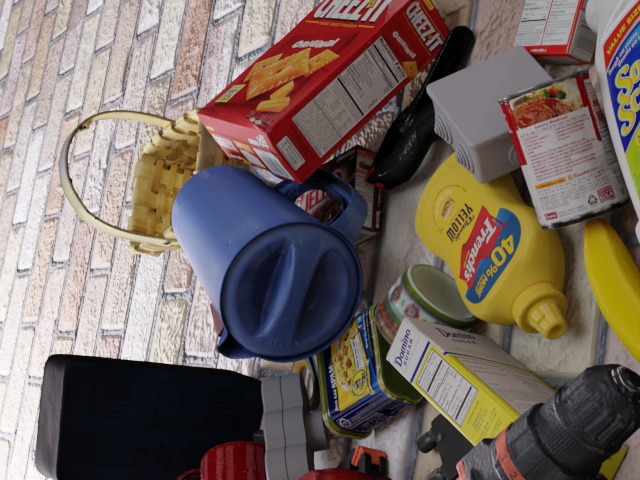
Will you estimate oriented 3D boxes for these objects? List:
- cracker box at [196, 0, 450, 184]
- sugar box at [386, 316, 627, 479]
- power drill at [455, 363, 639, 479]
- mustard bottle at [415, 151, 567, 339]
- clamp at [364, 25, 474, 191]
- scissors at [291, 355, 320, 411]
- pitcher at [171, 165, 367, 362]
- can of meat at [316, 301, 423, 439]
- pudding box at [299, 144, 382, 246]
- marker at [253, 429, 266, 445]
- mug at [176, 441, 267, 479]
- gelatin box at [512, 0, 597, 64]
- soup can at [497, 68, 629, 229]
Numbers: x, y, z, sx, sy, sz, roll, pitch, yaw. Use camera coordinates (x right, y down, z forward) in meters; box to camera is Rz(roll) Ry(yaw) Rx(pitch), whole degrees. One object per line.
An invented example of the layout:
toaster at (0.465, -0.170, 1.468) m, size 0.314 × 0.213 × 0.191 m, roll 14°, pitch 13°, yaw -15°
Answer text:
cracker box at (0.000, -0.162, 1.050) m, size 0.213 × 0.072 × 0.164 m, roll -45°, pitch 29°, yaw -12°
sugar box at (0.131, 0.119, 0.788) m, size 0.176 × 0.093 × 0.048 m, roll 38°, pitch 109°, yaw 58°
power drill at (0.169, 0.144, 0.623) m, size 0.185 × 0.187 × 0.057 m, roll -52°, pitch 36°, yaw 35°
mustard bottle at (0.143, 0.011, 0.849) m, size 0.096 × 0.058 × 0.192 m, roll -59°, pitch 35°, yaw 24°
clamp at (0.097, -0.119, 0.997) m, size 0.172 × 0.039 × 0.120 m, roll -47°, pitch 18°, yaw 43°
scissors at (-0.020, 0.086, 1.087) m, size 0.096 × 0.016 × 0.202 m, roll -55°, pitch 46°, yaw 40°
pitcher at (-0.057, 0.001, 1.024) m, size 0.243 × 0.149 × 0.145 m, roll -137°, pitch 43°, yaw -61°
can of meat at (0.045, 0.116, 0.962) m, size 0.084 × 0.057 × 0.102 m, roll -40°, pitch 45°, yaw 41°
pudding box at (0.019, -0.037, 1.087) m, size 0.114 × 0.039 × 0.090 m, roll -23°, pitch 58°, yaw 54°
marker at (-0.033, 0.202, 1.085) m, size 0.121 × 0.020 × 0.020 m, roll -15°, pitch 64°, yaw 55°
mug at (-0.092, 0.255, 1.070) m, size 0.093 × 0.117 × 0.081 m, roll 96°, pitch 171°, yaw -50°
gelatin box at (0.199, -0.190, 0.875) m, size 0.073 × 0.030 × 0.089 m, roll 16°, pitch 91°, yaw 60°
soup can at (0.178, -0.066, 0.780) m, size 0.069 × 0.068 × 0.102 m, roll -15°, pitch 94°, yaw 55°
